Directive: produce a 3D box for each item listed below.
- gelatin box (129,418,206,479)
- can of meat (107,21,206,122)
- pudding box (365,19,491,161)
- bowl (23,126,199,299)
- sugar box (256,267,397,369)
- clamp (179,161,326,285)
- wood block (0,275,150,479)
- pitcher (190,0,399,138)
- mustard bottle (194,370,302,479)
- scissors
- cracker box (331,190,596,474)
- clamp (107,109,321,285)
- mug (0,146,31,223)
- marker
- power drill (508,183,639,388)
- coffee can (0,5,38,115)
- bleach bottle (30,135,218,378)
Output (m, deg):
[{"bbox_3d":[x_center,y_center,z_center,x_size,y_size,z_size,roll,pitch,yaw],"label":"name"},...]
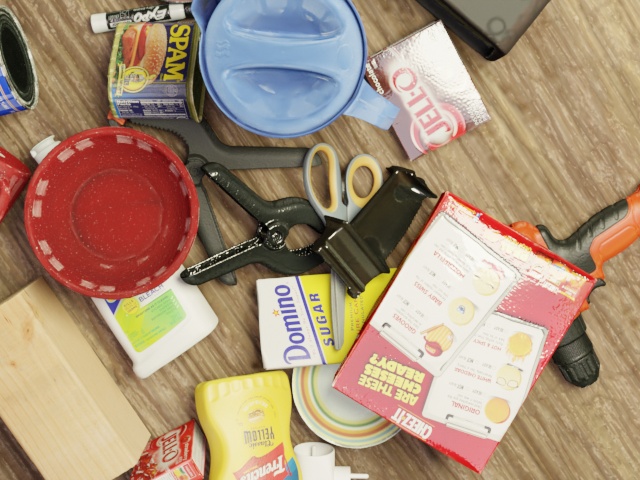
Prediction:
[{"bbox_3d":[-0.156,0.228,1.098,0.073,0.089,0.030,-27,108,5],"label":"gelatin box"},{"bbox_3d":[-0.155,-0.165,1.030,0.084,0.057,0.102,1,60,5],"label":"can of meat"},{"bbox_3d":[0.103,-0.147,1.051,0.090,0.039,0.113,-28,98,6],"label":"pudding box"},{"bbox_3d":[-0.196,-0.025,1.016,0.162,0.055,0.162,0,90,-6],"label":"bowl"},{"bbox_3d":[0.026,0.078,1.080,0.176,0.048,0.093,-5,83,0],"label":"sugar box"},{"bbox_3d":[-0.057,0.001,1.052,0.171,0.039,0.120,18,102,-24],"label":"clamp"},{"bbox_3d":[-0.272,0.152,1.087,0.090,0.091,0.206,-32,98,7],"label":"wood block"},{"bbox_3d":[-0.019,-0.160,0.949,0.145,0.243,0.149,-15,99,4],"label":"pitcher"},{"bbox_3d":[-0.067,0.232,1.079,0.096,0.058,0.191,-5,81,-29],"label":"mustard bottle"},{"bbox_3d":[0.033,-0.001,1.061,0.096,0.016,0.202,-15,94,-28],"label":"scissors"},{"bbox_3d":[0.133,0.084,1.016,0.164,0.072,0.214,30,93,3],"label":"cracker box"},{"bbox_3d":[-0.115,-0.077,1.070,0.210,0.036,0.164,41,97,-9],"label":"clamp"},{"bbox_3d":[-0.335,-0.050,1.046,0.093,0.117,0.081,32,95,-41],"label":"mug"},{"bbox_3d":[-0.166,-0.223,1.055,0.121,0.020,0.020,-8,100,3],"label":"marker"},{"bbox_3d":[0.289,0.035,1.068,0.188,0.057,0.184,-28,98,6],"label":"power drill"},{"bbox_3d":[-0.358,-0.160,1.029,0.140,0.103,0.103,-13,99,3],"label":"coffee can"},{"bbox_3d":[-0.213,0.010,1.076,0.102,0.068,0.251,-35,95,5],"label":"bleach bottle"}]
